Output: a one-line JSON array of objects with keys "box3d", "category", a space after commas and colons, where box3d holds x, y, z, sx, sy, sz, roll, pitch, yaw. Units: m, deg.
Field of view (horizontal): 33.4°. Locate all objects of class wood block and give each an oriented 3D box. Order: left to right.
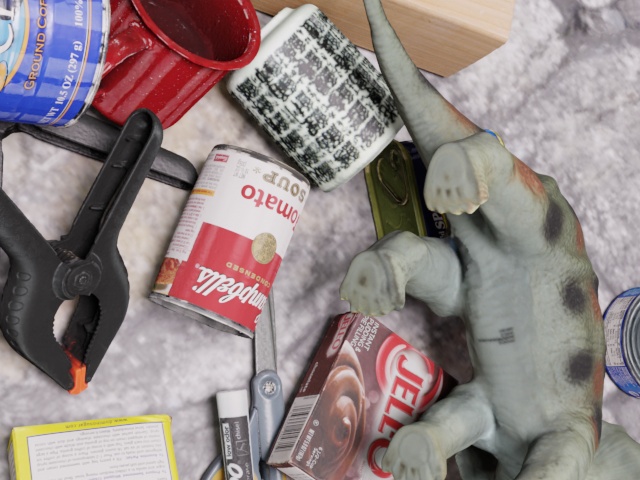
[{"box3d": [0.020, -0.189, 0.698, 0.205, 0.090, 0.091, 16, 77, -18], "category": "wood block"}]

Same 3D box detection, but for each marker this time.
[{"box3d": [-0.048, 0.151, 0.647, 0.020, 0.020, 0.121, -4, 85, -22], "category": "marker"}]

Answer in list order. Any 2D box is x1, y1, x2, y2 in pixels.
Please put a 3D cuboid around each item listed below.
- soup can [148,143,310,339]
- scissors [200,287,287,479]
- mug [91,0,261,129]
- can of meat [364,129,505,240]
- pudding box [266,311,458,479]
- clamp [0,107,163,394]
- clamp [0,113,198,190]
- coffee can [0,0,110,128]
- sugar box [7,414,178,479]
[{"box3d": [-0.054, 0.001, 0.652, 0.068, 0.069, 0.102, 25, 79, -16], "category": "soup can"}, {"box3d": [-0.050, 0.105, 0.672, 0.096, 0.016, 0.202, -17, 89, -22], "category": "scissors"}, {"box3d": [-0.101, -0.112, 0.625, 0.093, 0.082, 0.117, 49, 39, -5], "category": "mug"}, {"box3d": [0.085, -0.022, 0.719, 0.083, 0.058, 0.102, -10, 87, -24], "category": "can of meat"}, {"box3d": [0.028, 0.114, 0.677, 0.090, 0.039, 0.113, 37, 65, -20], "category": "pudding box"}, {"box3d": [-0.134, 0.006, 0.597, 0.120, 0.039, 0.171, -23, 134, -28], "category": "clamp"}, {"box3d": [-0.179, -0.073, 0.635, 0.164, 0.036, 0.210, -30, 95, -27], "category": "clamp"}, {"box3d": [-0.193, -0.114, 0.545, 0.140, 0.103, 0.103, 2, 82, -37], "category": "coffee can"}, {"box3d": [-0.117, 0.188, 0.589, 0.093, 0.048, 0.176, -2, 65, -22], "category": "sugar box"}]
